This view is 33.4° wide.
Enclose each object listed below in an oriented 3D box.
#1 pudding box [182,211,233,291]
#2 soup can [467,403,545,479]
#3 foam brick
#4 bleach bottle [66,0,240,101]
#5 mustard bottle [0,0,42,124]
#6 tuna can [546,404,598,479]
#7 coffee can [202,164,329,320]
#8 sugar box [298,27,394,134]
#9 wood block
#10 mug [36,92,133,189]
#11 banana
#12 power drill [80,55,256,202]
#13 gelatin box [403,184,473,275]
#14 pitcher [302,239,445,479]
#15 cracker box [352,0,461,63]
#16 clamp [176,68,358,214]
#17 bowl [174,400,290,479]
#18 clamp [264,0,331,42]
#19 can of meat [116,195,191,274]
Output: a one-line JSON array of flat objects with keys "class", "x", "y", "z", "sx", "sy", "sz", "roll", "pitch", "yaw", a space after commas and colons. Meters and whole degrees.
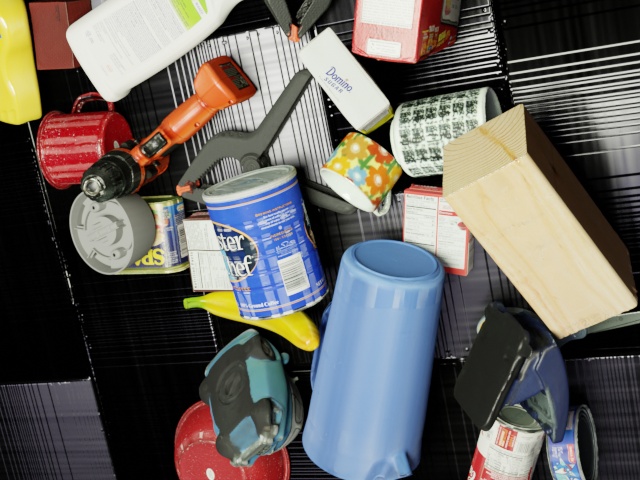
[{"class": "pudding box", "x": -0.099, "y": 0.013, "z": 1.237, "sx": 0.114, "sy": 0.039, "sz": 0.090, "roll": 0, "pitch": 106, "yaw": 25}, {"class": "soup can", "x": 0.202, "y": 0.231, "z": 1.156, "sx": 0.068, "sy": 0.068, "sz": 0.102, "roll": 18, "pitch": 111, "yaw": 17}, {"class": "foam brick", "x": -0.297, "y": -0.240, "z": 1.237, "sx": 0.053, "sy": 0.051, "sz": 0.078, "roll": 4, "pitch": 107, "yaw": 21}, {"class": "bleach bottle", "x": -0.152, "y": -0.250, "z": 1.166, "sx": 0.251, "sy": 0.068, "sz": 0.102, "roll": -23, "pitch": 109, "yaw": 23}, {"class": "mustard bottle", "x": -0.370, "y": -0.237, "z": 1.237, "sx": 0.096, "sy": 0.058, "sz": 0.192, "roll": 32, "pitch": 133, "yaw": 41}, {"class": "tuna can", "x": 0.264, "y": 0.215, "z": 1.115, "sx": 0.034, "sy": 0.086, "sz": 0.086, "roll": -8, "pitch": 102, "yaw": 26}, {"class": "coffee can", "x": -0.057, "y": 0.001, "z": 1.142, "sx": 0.103, "sy": 0.102, "sz": 0.140, "roll": -9, "pitch": 106, "yaw": 25}, {"class": "sugar box", "x": 0.028, "y": -0.153, "z": 1.053, "sx": 0.048, "sy": 0.176, "sz": 0.093, "roll": -38, "pitch": 89, "yaw": 9}, {"class": "wood block", "x": 0.211, "y": -0.015, "z": 1.020, "sx": 0.090, "sy": 0.090, "sz": 0.206, "roll": -28, "pitch": 119, "yaw": 26}, {"class": "mug", "x": -0.270, "y": -0.119, "z": 1.249, "sx": 0.082, "sy": 0.093, "sz": 0.117, "roll": -2, "pitch": 68, "yaw": 19}, {"class": "banana", "x": -0.064, "y": 0.089, "z": 1.217, "sx": 0.198, "sy": 0.069, "sz": 0.037, "roll": 12, "pitch": 120, "yaw": 37}, {"class": "power drill", "x": -0.166, "y": -0.118, "z": 1.154, "sx": 0.188, "sy": 0.184, "sz": 0.057, "roll": -37, "pitch": 97, "yaw": 18}, {"class": "gelatin box", "x": 0.127, "y": -0.012, "z": 1.136, "sx": 0.073, "sy": 0.030, "sz": 0.089, "roll": 8, "pitch": 110, "yaw": 22}, {"class": "pitcher", "x": 0.054, "y": 0.122, "z": 1.145, "sx": 0.149, "sy": 0.144, "sz": 0.243, "roll": 13, "pitch": 115, "yaw": 11}, {"class": "cracker box", "x": 0.090, "y": -0.283, "z": 0.994, "sx": 0.072, "sy": 0.164, "sz": 0.214, "roll": 11, "pitch": 110, "yaw": 18}, {"class": "clamp", "x": -0.069, "y": -0.095, "z": 1.191, "sx": 0.210, "sy": 0.036, "sz": 0.164, "roll": -8, "pitch": 102, "yaw": 22}, {"class": "bowl", "x": -0.121, "y": 0.278, "z": 1.317, "sx": 0.162, "sy": 0.055, "sz": 0.162, "roll": 7, "pitch": 108, "yaw": 22}, {"class": "clamp", "x": -0.028, "y": -0.292, "z": 1.091, "sx": 0.120, "sy": 0.039, "sz": 0.172, "roll": 13, "pitch": 112, "yaw": -11}, {"class": "can of meat", "x": -0.206, "y": -0.007, "z": 1.266, "sx": 0.102, "sy": 0.057, "sz": 0.084, "roll": -2, "pitch": 102, "yaw": 23}]
